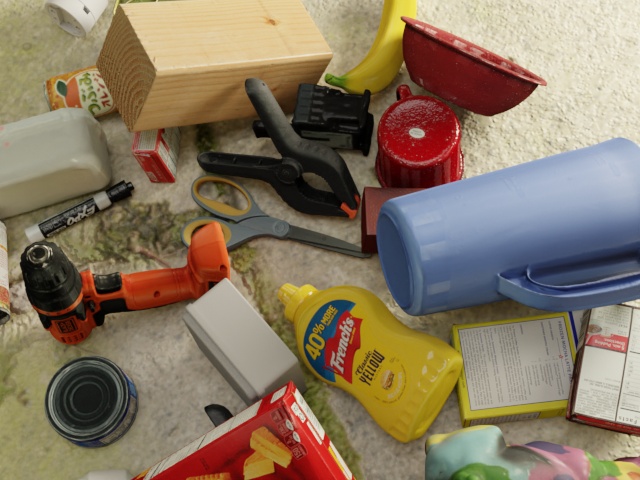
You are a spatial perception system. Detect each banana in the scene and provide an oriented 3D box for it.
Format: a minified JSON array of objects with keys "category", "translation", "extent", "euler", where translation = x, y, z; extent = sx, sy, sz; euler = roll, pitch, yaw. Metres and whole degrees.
[{"category":"banana","translation":[0.068,-0.217,1.127],"extent":[0.037,0.069,0.197],"euler":[1,53,37]}]

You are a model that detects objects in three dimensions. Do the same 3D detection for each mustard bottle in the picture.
[{"category":"mustard bottle","translation":[0.034,0.097,1.001],"extent":[0.192,0.058,0.096],"euler":[35,110,27]}]

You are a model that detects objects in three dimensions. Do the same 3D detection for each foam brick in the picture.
[{"category":"foam brick","translation":[0.079,-0.019,1.050],"extent":[0.078,0.051,0.053],"euler":[2,69,-4]}]

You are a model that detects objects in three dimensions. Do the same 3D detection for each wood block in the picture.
[{"category":"wood block","translation":[-0.104,-0.180,1.065],"extent":[0.205,0.090,0.091],"euler":[-12,62,-36]}]

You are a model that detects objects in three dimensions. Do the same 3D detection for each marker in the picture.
[{"category":"marker","translation":[-0.250,-0.031,1.115],"extent":[0.121,0.020,0.020],"euler":[-27,69,-5]}]

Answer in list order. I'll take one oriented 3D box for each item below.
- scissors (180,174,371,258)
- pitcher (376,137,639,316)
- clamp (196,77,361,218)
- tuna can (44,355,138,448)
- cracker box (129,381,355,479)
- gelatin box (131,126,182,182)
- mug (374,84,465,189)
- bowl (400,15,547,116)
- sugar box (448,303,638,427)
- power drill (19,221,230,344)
[{"category":"scissors","translation":[-0.057,0.001,1.083],"extent":[0.202,0.016,0.096],"euler":[31,77,16]},{"category":"pitcher","translation":[0.183,-0.001,0.964],"extent":[0.242,0.149,0.145],"euler":[-13,88,-12]},{"category":"clamp","translation":[-0.030,-0.085,1.062],"extent":[0.171,0.120,0.039],"euler":[24,43,-4]},{"category":"tuna can","translation":[-0.222,0.156,1.032],"extent":[0.086,0.034,0.086],"euler":[-2,69,6]},{"category":"cracker box","translation":[-0.072,0.247,0.910],"extent":[0.214,0.072,0.164],"euler":[-32,92,6]},{"category":"gelatin box","translation":[-0.168,-0.114,1.109],"extent":[0.030,0.073,0.089],"euler":[3,70,8]},{"category":"mug","translation":[0.096,-0.103,1.070],"extent":[0.093,0.081,0.117],"euler":[-11,68,2]},{"category":"bowl","translation":[0.143,-0.168,1.072],"extent":[0.162,0.162,0.055],"euler":[30,106,16]},{"category":"sugar box","translation":[0.213,0.117,0.993],"extent":[0.176,0.048,0.093],"euler":[-5,69,0]},{"category":"power drill","translation":[-0.181,0.034,1.005],"extent":[0.187,0.184,0.057],"euler":[-11,68,-8]}]
